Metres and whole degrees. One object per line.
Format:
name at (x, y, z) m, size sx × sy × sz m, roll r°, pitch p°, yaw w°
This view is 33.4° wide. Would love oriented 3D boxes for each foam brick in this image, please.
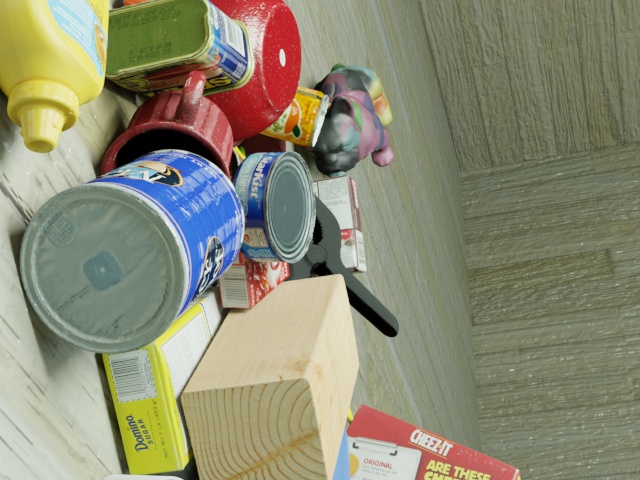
foam brick at (-0.067, -0.125, 1.098) m, size 0.053 × 0.051 × 0.078 m, roll 58°, pitch 26°, yaw -59°

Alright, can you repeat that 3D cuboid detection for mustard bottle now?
mustard bottle at (-0.166, -0.140, 0.661) m, size 0.096 × 0.058 × 0.191 m, roll 60°, pitch 24°, yaw -61°

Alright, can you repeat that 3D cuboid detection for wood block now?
wood block at (-0.030, 0.106, 0.812) m, size 0.206 × 0.091 × 0.090 m, roll -68°, pitch 149°, yaw -71°

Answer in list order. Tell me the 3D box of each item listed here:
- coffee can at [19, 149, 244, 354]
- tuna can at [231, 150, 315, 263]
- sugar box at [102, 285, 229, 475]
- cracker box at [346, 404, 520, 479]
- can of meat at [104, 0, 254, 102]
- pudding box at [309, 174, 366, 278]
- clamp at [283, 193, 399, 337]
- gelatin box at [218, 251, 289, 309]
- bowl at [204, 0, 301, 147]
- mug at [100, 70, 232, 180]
coffee can at (-0.115, 0.002, 0.686) m, size 0.140 × 0.103 × 0.103 m, roll -52°, pitch 131°, yaw -73°
tuna can at (-0.036, -0.025, 0.819) m, size 0.086 × 0.034 × 0.086 m, roll 0°, pitch 90°, yaw -66°
sugar box at (-0.105, 0.098, 0.797) m, size 0.176 × 0.048 × 0.093 m, roll -50°, pitch 130°, yaw -78°
cracker box at (0.063, 0.277, 0.951) m, size 0.213 × 0.164 × 0.072 m, roll -59°, pitch 151°, yaw -22°
can of meat at (-0.112, -0.145, 0.808) m, size 0.083 × 0.102 × 0.057 m, roll 21°, pitch 60°, yaw -73°
pudding box at (0.000, -0.013, 1.228) m, size 0.039 × 0.090 × 0.113 m, roll 28°, pitch 54°, yaw -72°
clamp at (-0.001, 0.025, 1.160) m, size 0.036 × 0.164 × 0.210 m, roll -39°, pitch -123°, yaw 52°
gelatin box at (-0.056, 0.001, 0.858) m, size 0.073 × 0.030 × 0.089 m, roll -41°, pitch 130°, yaw -59°
bowl at (-0.058, -0.158, 0.921) m, size 0.162 × 0.055 × 0.162 m, roll 4°, pitch 90°, yaw -70°
mug at (-0.106, -0.071, 0.787) m, size 0.081 × 0.093 × 0.117 m, roll -86°, pitch -168°, yaw -60°
